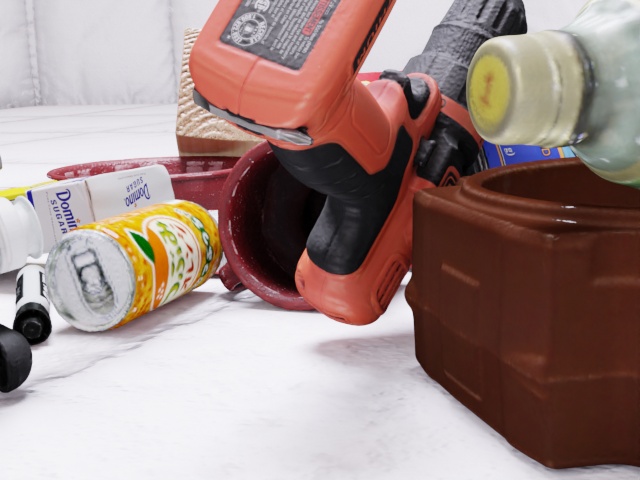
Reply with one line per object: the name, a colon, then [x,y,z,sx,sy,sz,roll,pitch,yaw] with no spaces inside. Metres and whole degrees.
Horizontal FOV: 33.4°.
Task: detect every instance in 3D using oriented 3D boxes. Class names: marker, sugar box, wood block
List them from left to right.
sugar box: [-0.189,-0.012,0.678,0.176,0.048,0.093,-11,5,24]
marker: [-0.153,0.033,0.567,0.020,0.020,0.121,-5,10,-14]
wood block: [-0.076,-0.106,0.940,0.090,0.091,0.206,4,-9,-5]

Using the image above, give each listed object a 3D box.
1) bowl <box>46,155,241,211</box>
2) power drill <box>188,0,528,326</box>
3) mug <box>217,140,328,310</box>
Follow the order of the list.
bowl: [-0.124,-0.031,0.812,0.162,0.055,0.162,-2,10,0]
power drill: [0.029,-0.069,0.447,0.057,0.184,0.187,21,-14,26]
mug: [-0.007,-0.006,0.600,0.117,0.093,0.081,-38,-10,22]
